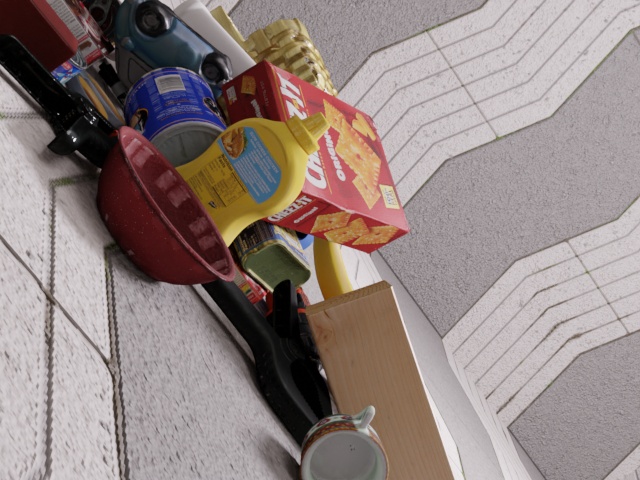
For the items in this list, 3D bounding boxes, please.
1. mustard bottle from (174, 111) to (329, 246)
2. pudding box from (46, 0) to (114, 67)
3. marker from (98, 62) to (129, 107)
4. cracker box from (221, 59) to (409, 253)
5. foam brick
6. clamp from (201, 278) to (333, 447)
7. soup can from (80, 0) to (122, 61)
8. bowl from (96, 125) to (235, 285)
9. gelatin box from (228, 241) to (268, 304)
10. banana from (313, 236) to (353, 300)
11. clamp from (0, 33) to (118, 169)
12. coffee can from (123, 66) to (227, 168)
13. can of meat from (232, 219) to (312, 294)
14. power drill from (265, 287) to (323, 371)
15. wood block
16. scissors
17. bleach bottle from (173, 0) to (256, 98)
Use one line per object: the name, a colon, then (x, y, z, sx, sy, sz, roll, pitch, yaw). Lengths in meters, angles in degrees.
mustard bottle: (-0.073, -0.063, 1.036, 0.096, 0.192, 0.058, 57, 7, 17)
pudding box: (-0.270, -0.233, 1.167, 0.090, 0.039, 0.113, 54, 6, -15)
marker: (-0.218, -0.154, 1.236, 0.121, 0.020, 0.020, 54, 6, -5)
cracker box: (-0.001, -0.087, 1.176, 0.213, 0.072, 0.164, 19, 49, -53)
foam brick: (-0.258, -0.185, 0.939, 0.078, 0.053, 0.051, 53, 7, -25)
clamp: (-0.035, 0.110, 1.043, 0.210, 0.036, 0.164, 61, 21, 18)
soup can: (-0.254, -0.257, 1.285, 0.068, 0.068, 0.102, 56, 6, 7)
bowl: (-0.141, -0.017, 0.914, 0.162, 0.055, 0.162, 54, 6, -9)
gelatin box: (-0.088, 0.035, 1.153, 0.073, 0.030, 0.089, 55, 7, -1)
banana: (0.034, 0.067, 1.251, 0.037, 0.070, 0.198, 1, 49, -48)
clamp: (-0.219, -0.112, 0.919, 0.120, 0.039, 0.171, 61, 3, 9)
coffee can: (-0.148, -0.108, 1.126, 0.102, 0.103, 0.140, 50, 8, -36)
can of meat: (-0.058, 0.001, 1.151, 0.102, 0.057, 0.084, 45, 16, -52)
power drill: (0.012, 0.140, 1.223, 0.187, 0.057, 0.184, 52, 7, -27)
wood block: (0.059, 0.154, 1.075, 0.090, 0.091, 0.206, -118, -171, -88)
scissors: (-0.265, -0.188, 1.076, 0.201, 0.016, 0.096, 53, 7, -17)
bleach bottle: (-0.095, -0.194, 1.331, 0.251, 0.068, 0.102, 45, -6, 27)
